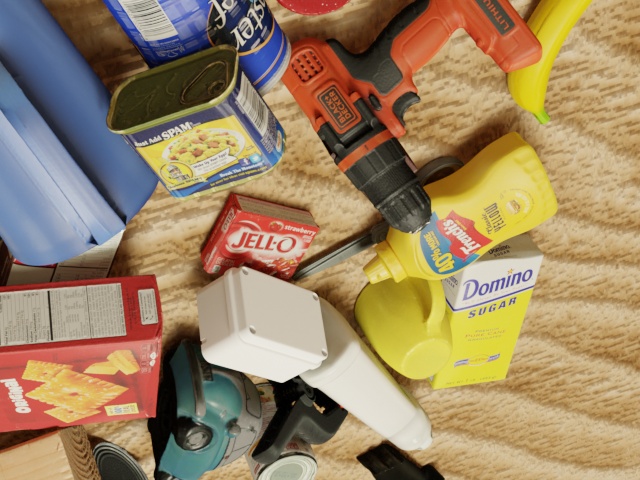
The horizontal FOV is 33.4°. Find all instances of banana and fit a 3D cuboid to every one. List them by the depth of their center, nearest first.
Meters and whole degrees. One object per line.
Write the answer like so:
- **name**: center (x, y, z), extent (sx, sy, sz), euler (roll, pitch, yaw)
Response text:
- **banana**: center (0.214, -0.192, 0.944), extent (0.069, 0.037, 0.198), euler (-8, 134, -41)

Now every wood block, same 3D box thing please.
- **wood block**: center (-0.316, 0.251, 1.001), extent (0.206, 0.091, 0.090), euler (-19, 174, 0)

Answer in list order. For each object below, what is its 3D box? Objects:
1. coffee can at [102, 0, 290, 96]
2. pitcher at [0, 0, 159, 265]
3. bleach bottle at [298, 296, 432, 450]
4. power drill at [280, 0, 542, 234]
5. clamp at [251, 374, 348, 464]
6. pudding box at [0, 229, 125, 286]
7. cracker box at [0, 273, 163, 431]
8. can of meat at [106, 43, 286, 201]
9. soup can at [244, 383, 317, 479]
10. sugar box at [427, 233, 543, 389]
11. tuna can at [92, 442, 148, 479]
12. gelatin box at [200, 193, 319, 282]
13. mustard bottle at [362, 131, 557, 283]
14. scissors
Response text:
- **coffee can**: center (-0.096, -0.172, 0.775), extent (0.103, 0.103, 0.140), euler (-31, 133, 2)
- **pitcher**: center (-0.220, -0.104, 0.738), extent (0.149, 0.145, 0.242), euler (-8, 131, 28)
- **bleach bottle**: center (0.055, 0.160, 1.117), extent (0.068, 0.103, 0.250), euler (-41, 132, 2)
- **power drill**: center (0.084, -0.123, 0.867), extent (0.187, 0.057, 0.184), euler (-36, 88, -1)
- **clamp**: center (-0.033, 0.146, 1.073), extent (0.036, 0.164, 0.209), euler (-27, 159, 20)
- **pudding box**: center (-0.227, 0.018, 0.919), extent (0.089, 0.039, 0.114), euler (6, 128, -31)
- **cracker box**: center (-0.246, 0.105, 0.917), extent (0.213, 0.072, 0.164), euler (-5, 149, -15)
- **can of meat**: center (-0.085, -0.080, 0.756), extent (0.102, 0.057, 0.084), euler (-15, 137, 20)
- **soup can**: center (-0.050, 0.208, 1.112), extent (0.068, 0.102, 0.068), euler (-13, 132, -15)
- **sugar box**: center (0.170, 0.078, 1.139), extent (0.093, 0.048, 0.176), euler (-6, 131, -19)
- **tuna can**: center (-0.212, 0.250, 1.086), extent (0.034, 0.086, 0.086), euler (-40, 132, 13)
- **gelatin box**: center (-0.057, 0.001, 0.985), extent (0.089, 0.030, 0.073), euler (12, 122, -32)
- **mustard bottle**: center (0.125, -0.016, 1.009), extent (0.191, 0.058, 0.096), euler (-31, 130, 1)
- **scissors**: center (0.065, -0.024, 1.028), extent (0.201, 0.016, 0.096), euler (-16, 130, -12)
